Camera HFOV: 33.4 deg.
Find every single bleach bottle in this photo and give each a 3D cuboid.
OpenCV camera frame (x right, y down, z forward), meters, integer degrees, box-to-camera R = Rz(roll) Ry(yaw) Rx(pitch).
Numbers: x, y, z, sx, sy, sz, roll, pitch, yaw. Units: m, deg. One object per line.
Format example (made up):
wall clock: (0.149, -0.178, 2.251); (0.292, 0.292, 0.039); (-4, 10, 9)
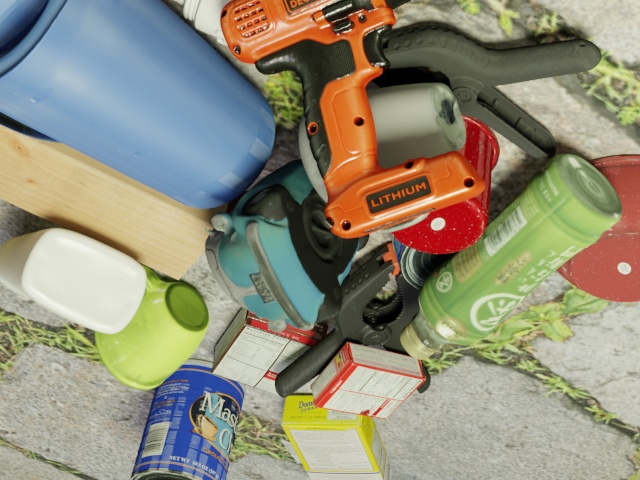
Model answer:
bleach bottle: (-0.239, 0.033, 0.969); (0.102, 0.068, 0.251); (28, 169, -21)

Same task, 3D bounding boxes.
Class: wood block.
wood block: (-0.183, -0.061, 0.889); (0.206, 0.090, 0.090); (26, 139, -18)

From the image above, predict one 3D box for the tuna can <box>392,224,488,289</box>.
tuna can: (0.107, 0.005, 0.926); (0.086, 0.034, 0.086); (-5, 131, -6)

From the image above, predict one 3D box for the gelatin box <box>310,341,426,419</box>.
gelatin box: (0.046, 0.138, 1.042); (0.089, 0.030, 0.073); (14, 131, -28)

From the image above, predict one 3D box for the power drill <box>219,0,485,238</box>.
power drill: (0.043, -0.107, 0.709); (0.184, 0.188, 0.057); (-21, 174, 12)

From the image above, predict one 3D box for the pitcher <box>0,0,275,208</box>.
pitcher: (-0.149, -0.111, 0.758); (0.149, 0.145, 0.242); (34, 180, 39)

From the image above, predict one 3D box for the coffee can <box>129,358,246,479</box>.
coffee can: (-0.145, 0.217, 1.181); (0.103, 0.140, 0.103); (7, 141, 5)

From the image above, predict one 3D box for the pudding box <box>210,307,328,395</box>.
pudding box: (-0.055, 0.113, 1.114); (0.090, 0.039, 0.114); (21, 138, -14)

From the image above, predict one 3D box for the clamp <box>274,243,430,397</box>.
clamp: (0.059, 0.086, 1.039); (0.164, 0.036, 0.210); (5, 133, -20)

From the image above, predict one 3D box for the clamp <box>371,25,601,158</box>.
clamp: (0.116, -0.123, 0.782); (0.171, 0.039, 0.120); (17, 141, -7)

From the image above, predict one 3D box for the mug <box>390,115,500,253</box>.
mug: (0.083, -0.044, 0.854); (0.117, 0.081, 0.093); (-1, 140, 15)

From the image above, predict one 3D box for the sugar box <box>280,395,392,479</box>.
sugar box: (0.022, 0.242, 1.249); (0.093, 0.048, 0.176); (-2, 143, 15)
